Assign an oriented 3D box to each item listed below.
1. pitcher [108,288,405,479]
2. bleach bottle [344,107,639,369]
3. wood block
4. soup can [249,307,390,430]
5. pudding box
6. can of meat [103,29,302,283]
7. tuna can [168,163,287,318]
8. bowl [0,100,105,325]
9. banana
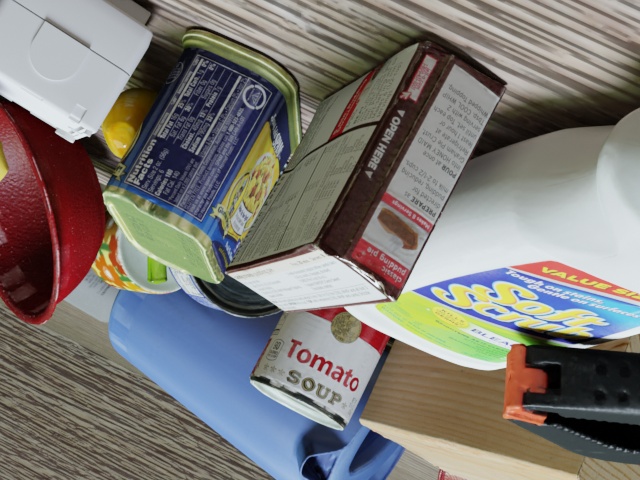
[{"bbox_3d":[-0.040,0.099,0.840,0.243,0.145,0.149,31,157,24],"label":"pitcher"},{"bbox_3d":[0.087,-0.002,0.399,0.102,0.068,0.251,25,164,-8],"label":"bleach bottle"},{"bbox_3d":[0.123,0.095,0.611,0.090,0.090,0.206,33,164,-23],"label":"wood block"},{"bbox_3d":[0.008,0.057,0.659,0.068,0.102,0.068,26,166,7],"label":"soup can"},{"bbox_3d":[0.012,-0.020,0.410,0.039,0.090,0.114,31,165,-13],"label":"pudding box"},{"bbox_3d":[-0.053,-0.034,0.492,0.057,0.084,0.102,25,166,8],"label":"can of meat"},{"bbox_3d":[-0.041,-0.003,0.576,0.086,0.086,0.034,35,165,-29],"label":"tuna can"},{"bbox_3d":[-0.192,-0.027,0.726,0.162,0.055,0.162,28,127,45],"label":"bowl"},{"bbox_3d":[-0.091,-0.040,0.582,0.037,0.069,0.198,-8,159,-5],"label":"banana"}]
